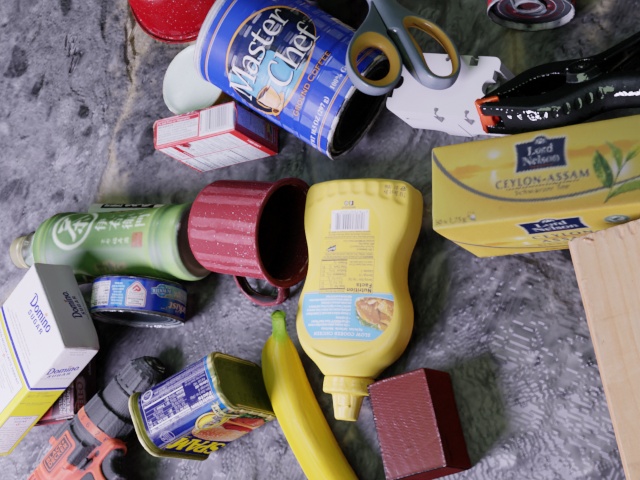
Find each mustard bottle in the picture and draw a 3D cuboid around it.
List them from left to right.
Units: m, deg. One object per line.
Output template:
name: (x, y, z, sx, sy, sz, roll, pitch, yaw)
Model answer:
mustard bottle: (0.029, 0.048, 0.862, 0.096, 0.058, 0.191, 0, 77, 25)

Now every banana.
banana: (-0.006, 0.155, 0.854, 0.037, 0.070, 0.198, -23, 72, -12)

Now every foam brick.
foam brick: (0.075, 0.142, 0.815, 0.051, 0.052, 0.078, -20, 68, 24)

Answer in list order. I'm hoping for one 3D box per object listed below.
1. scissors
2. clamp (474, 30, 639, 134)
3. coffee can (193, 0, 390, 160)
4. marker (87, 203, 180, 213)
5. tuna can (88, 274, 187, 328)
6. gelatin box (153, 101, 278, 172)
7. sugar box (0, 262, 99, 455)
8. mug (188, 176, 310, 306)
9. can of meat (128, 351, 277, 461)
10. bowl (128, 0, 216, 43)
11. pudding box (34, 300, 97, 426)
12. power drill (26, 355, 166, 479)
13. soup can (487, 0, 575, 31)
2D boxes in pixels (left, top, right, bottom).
scissors: (0.032, -0.186, 0.850, 0.096, 0.016, 0.202, -29, 64, -19)
clamp: (0.200, -0.109, 0.768, 0.171, 0.039, 0.120, -22, 23, 9)
coffee can: (-0.020, -0.146, 0.892, 0.140, 0.102, 0.103, 33, 95, 14)
marker: (-0.170, -0.026, 1.017, 0.121, 0.020, 0.020, 1, 78, 30)
tuna can: (-0.162, 0.055, 0.953, 0.086, 0.086, 0.034, -3, 75, 29)
gelatin box: (-0.094, -0.093, 0.959, 0.089, 0.073, 0.030, -10, 72, 28)
sugar box: (-0.268, 0.109, 0.960, 0.176, 0.048, 0.093, -44, 58, 29)
mug: (-0.056, 0.001, 0.914, 0.082, 0.093, 0.117, 6, 117, 35)
can of meat: (-0.093, 0.137, 0.885, 0.084, 0.102, 0.057, -31, 64, 17)
bowl: (-0.139, -0.277, 1.042, 0.162, 0.055, 0.162, -7, 75, 28)
pudding box: (-0.259, 0.118, 1.019, 0.090, 0.039, 0.113, -13, 71, 28)
power drill: (-0.169, 0.213, 0.918, 0.184, 0.057, 0.188, -51, 45, 6)
soup can: (0.169, -0.227, 0.846, 0.069, 0.068, 0.102, -2, 76, 29)
